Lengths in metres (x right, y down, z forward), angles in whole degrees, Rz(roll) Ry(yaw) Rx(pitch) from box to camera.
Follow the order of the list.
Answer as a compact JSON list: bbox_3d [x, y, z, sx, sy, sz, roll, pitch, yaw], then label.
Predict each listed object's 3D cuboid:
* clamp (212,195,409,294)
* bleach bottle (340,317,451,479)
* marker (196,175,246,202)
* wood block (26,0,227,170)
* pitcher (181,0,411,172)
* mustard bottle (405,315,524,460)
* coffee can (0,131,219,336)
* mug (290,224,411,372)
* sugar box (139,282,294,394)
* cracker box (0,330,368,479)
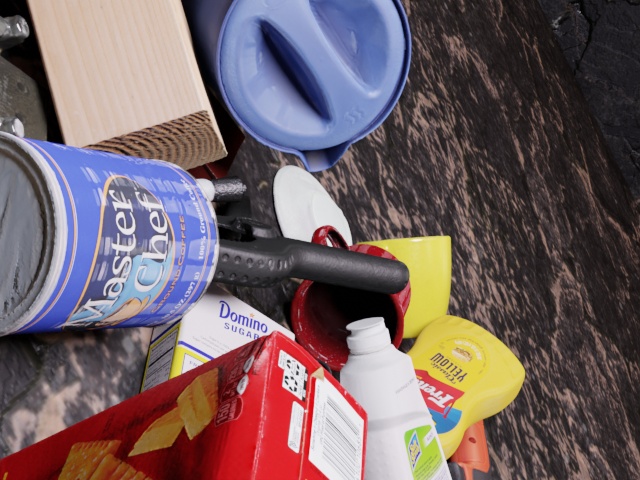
[{"bbox_3d":[-0.055,0.001,0.742,0.209,0.165,0.036,1,109,-53],"label":"clamp"},{"bbox_3d":[0.063,0.179,0.791,0.102,0.068,0.251,-28,107,-65],"label":"bleach bottle"},{"bbox_3d":[-0.103,-0.031,0.713,0.120,0.020,0.020,-6,70,-35],"label":"marker"},{"bbox_3d":[-0.137,-0.148,0.701,0.090,0.091,0.206,75,-3,-75],"label":"wood block"},{"bbox_3d":[-0.039,-0.166,0.788,0.144,0.149,0.243,33,6,-27],"label":"pitcher"},{"bbox_3d":[0.081,0.138,0.888,0.096,0.058,0.191,37,46,24],"label":"mustard bottle"},{"bbox_3d":[-0.136,-0.001,0.582,0.140,0.103,0.103,5,64,-62],"label":"coffee can"},{"bbox_3d":[0.024,0.041,0.881,0.117,0.093,0.081,62,20,-9],"label":"mug"},{"bbox_3d":[-0.068,0.112,0.668,0.093,0.048,0.176,35,34,-25],"label":"sugar box"},{"bbox_3d":[-0.089,0.144,0.408,0.072,0.214,0.164,48,29,-29],"label":"cracker box"}]
